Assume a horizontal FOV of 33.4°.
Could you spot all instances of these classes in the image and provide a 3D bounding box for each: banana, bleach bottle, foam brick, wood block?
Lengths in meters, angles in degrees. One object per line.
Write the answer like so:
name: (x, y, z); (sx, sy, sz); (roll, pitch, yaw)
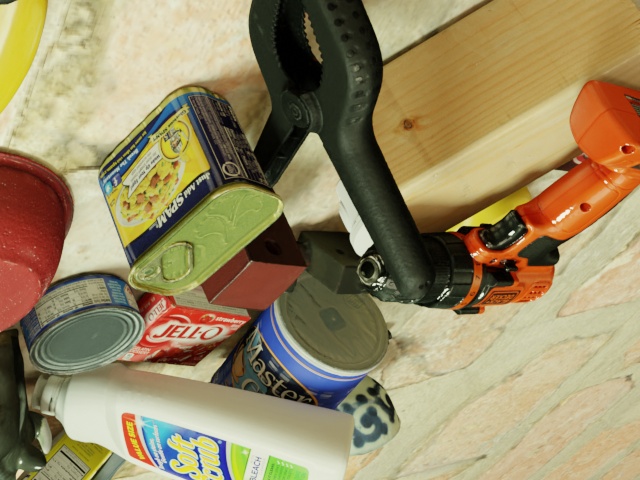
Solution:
banana: (-0.196, -0.072, 0.538); (0.198, 0.037, 0.069); (-35, 150, 15)
bleach bottle: (-0.104, 0.155, 0.850); (0.251, 0.068, 0.103); (13, 130, 1)
foam brick: (-0.055, 0.001, 0.730); (0.052, 0.078, 0.051); (9, 137, -46)
wood block: (0.111, -0.088, 0.702); (0.206, 0.091, 0.090); (-30, 152, 8)

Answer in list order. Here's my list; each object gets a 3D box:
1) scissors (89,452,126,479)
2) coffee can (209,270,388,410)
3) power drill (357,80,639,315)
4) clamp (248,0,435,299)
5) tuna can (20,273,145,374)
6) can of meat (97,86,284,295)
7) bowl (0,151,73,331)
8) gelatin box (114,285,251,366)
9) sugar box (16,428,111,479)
scissors: (-0.192, 0.209, 0.922); (0.096, 0.016, 0.201); (-51, -179, 13)
coffee can: (-0.021, 0.105, 0.901); (0.102, 0.103, 0.140); (-2, 143, -37)
power drill: (0.132, -0.020, 0.678); (0.184, 0.057, 0.188); (0, 146, -47)
clamp: (0.006, -0.071, 0.600); (0.036, 0.165, 0.210); (-31, 140, -29)
tuna can: (-0.174, 0.061, 0.779); (0.086, 0.034, 0.086); (-20, 151, -12)
can of meat: (-0.083, -0.030, 0.649); (0.102, 0.084, 0.057); (-40, 149, 23)
bowl: (-0.222, 0.018, 0.647); (0.162, 0.055, 0.162); (-20, 151, -12)
gelatin box: (-0.111, 0.067, 0.842); (0.073, 0.030, 0.089); (-41, 148, 25)
sugar box: (-0.234, 0.213, 0.872); (0.093, 0.048, 0.176); (-44, -173, 30)
